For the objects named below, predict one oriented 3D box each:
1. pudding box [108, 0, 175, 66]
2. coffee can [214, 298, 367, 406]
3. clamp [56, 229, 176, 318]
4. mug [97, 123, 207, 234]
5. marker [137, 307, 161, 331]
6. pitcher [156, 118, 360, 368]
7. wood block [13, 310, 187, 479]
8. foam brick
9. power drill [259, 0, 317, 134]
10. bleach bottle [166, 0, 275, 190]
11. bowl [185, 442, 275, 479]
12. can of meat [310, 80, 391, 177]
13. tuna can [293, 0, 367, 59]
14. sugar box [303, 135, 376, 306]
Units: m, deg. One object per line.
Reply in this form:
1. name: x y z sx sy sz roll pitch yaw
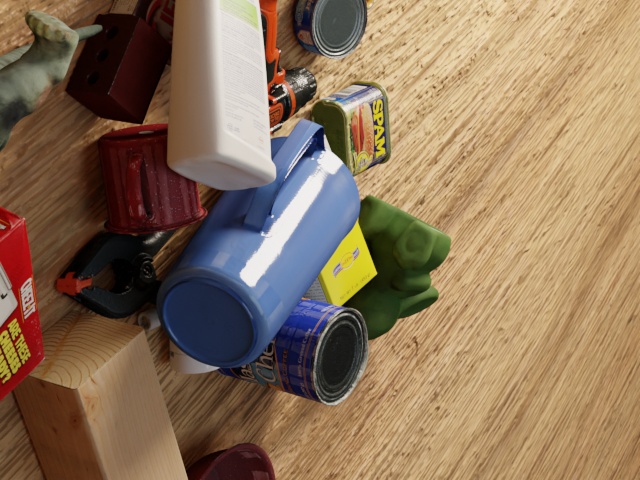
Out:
1. pudding box: -0.133 -0.227 0.966 0.090 0.039 0.113 38 67 -53
2. coffee can: -0.036 0.107 1.121 0.102 0.141 0.103 -23 118 -52
3. clamp: -0.168 0.018 0.987 0.171 0.039 0.120 2 80 -55
4. mug: -0.152 -0.054 0.933 0.117 0.093 0.081 -73 158 -72
5. marker: -0.135 0.065 1.069 0.120 0.020 0.020 -22 117 -53
6. pitcher: -0.057 0.001 1.011 0.149 0.145 0.242 60 32 -20
7. wood block: -0.192 0.178 0.950 0.090 0.090 0.206 -43 132 -43
8. foam brick: -0.173 -0.147 0.917 0.051 0.053 0.078 39 66 -54
9. power drill: -0.045 -0.197 1.060 0.184 0.057 0.188 -41 146 -53
10. bleach bottle: -0.085 -0.177 0.926 0.102 0.068 0.251 22 65 -59
11. bowl: -0.115 0.288 1.133 0.161 0.055 0.162 -23 118 -53
12. can of meat: 0.035 -0.126 1.241 0.083 0.058 0.102 -31 123 -46
13. tuna can: 0.011 -0.244 1.172 0.085 0.034 0.086 -20 121 -39
14. sugar box: -0.003 -0.019 1.184 0.093 0.048 0.176 -39 117 -45
